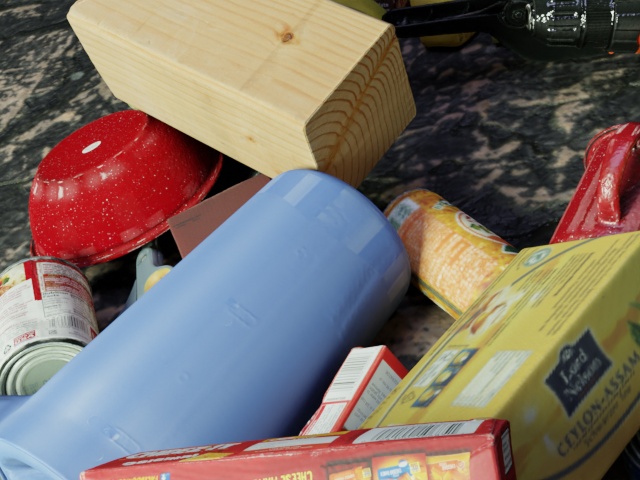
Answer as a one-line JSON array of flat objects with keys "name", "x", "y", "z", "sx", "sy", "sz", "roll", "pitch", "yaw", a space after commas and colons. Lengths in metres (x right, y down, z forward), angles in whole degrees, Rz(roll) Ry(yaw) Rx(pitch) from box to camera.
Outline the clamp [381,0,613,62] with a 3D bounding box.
[{"name": "clamp", "x": 0.139, "y": -0.180, "z": 0.760, "sx": 0.171, "sy": 0.120, "sz": 0.039, "roll": 9, "pitch": 53, "yaw": -8}]

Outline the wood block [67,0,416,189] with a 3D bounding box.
[{"name": "wood block", "x": -0.053, "y": -0.115, "z": 0.695, "sx": 0.206, "sy": 0.090, "sz": 0.090, "roll": 29, "pitch": 69, "yaw": 30}]

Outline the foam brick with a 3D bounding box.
[{"name": "foam brick", "x": -0.055, "y": 0.001, "z": 0.718, "sx": 0.078, "sy": 0.051, "sz": 0.053, "roll": -26, "pitch": 41, "yaw": -4}]

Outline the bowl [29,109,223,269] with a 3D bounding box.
[{"name": "bowl", "x": -0.155, "y": -0.049, "z": 0.787, "sx": 0.162, "sy": 0.055, "sz": 0.162, "roll": -20, "pitch": 31, "yaw": 12}]

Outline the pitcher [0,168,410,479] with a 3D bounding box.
[{"name": "pitcher", "x": -0.047, "y": 0.078, "z": 0.592, "sx": 0.145, "sy": 0.149, "sz": 0.242, "roll": 5, "pitch": 43, "yaw": 48}]

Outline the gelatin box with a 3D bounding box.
[{"name": "gelatin box", "x": 0.026, "y": 0.111, "z": 0.551, "sx": 0.030, "sy": 0.073, "sz": 0.089, "roll": -12, "pitch": 37, "yaw": 51}]

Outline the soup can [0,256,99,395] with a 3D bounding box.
[{"name": "soup can", "x": -0.175, "y": 0.064, "z": 0.683, "sx": 0.068, "sy": 0.068, "sz": 0.102, "roll": -26, "pitch": 34, "yaw": -3}]

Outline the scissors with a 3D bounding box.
[{"name": "scissors", "x": -0.128, "y": 0.033, "z": 0.737, "sx": 0.096, "sy": 0.016, "sz": 0.202, "roll": -54, "pitch": 24, "yaw": 5}]
